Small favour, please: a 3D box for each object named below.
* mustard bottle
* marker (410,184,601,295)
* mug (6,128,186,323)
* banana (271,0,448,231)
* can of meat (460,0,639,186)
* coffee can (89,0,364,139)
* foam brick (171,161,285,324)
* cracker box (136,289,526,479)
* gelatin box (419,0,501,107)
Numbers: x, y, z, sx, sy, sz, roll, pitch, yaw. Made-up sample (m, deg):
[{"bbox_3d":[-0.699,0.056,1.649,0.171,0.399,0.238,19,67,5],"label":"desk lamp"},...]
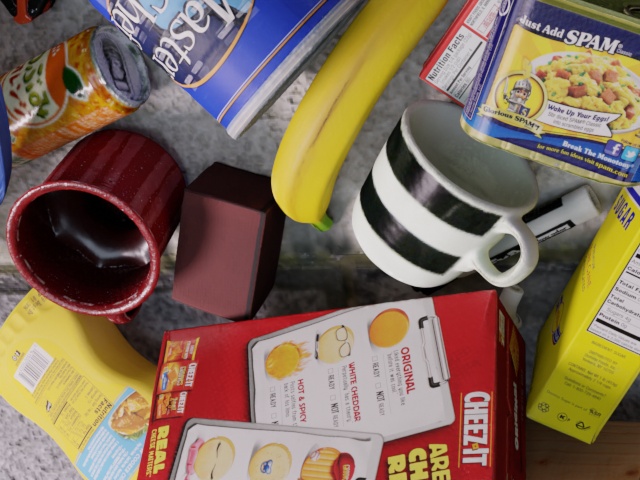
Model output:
[{"bbox_3d":[-0.131,0.118,0.700,0.192,0.058,0.096,42,115,13],"label":"mustard bottle"},{"bbox_3d":[0.104,0.002,0.620,0.121,0.020,0.020,-27,104,26],"label":"marker"},{"bbox_3d":[-0.127,-0.005,0.650,0.093,0.081,0.117,-3,122,15],"label":"mug"},{"bbox_3d":[0.018,-0.080,0.584,0.037,0.069,0.198,37,121,13],"label":"banana"},{"bbox_3d":[0.127,-0.082,0.518,0.102,0.057,0.084,20,122,7],"label":"can of meat"},{"bbox_3d":[-0.061,-0.138,0.560,0.140,0.102,0.103,43,119,-5],"label":"coffee can"},{"bbox_3d":[-0.054,0.001,0.651,0.051,0.053,0.078,15,116,10],"label":"foam brick"},{"bbox_3d":[0.004,0.125,0.593,0.214,0.164,0.072,-9,146,24],"label":"cracker box"},{"bbox_3d":[0.109,-0.095,0.568,0.089,0.030,0.073,34,120,-1],"label":"gelatin box"}]
